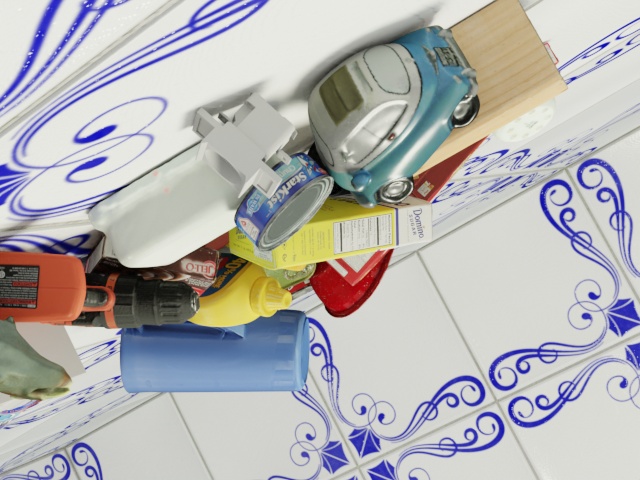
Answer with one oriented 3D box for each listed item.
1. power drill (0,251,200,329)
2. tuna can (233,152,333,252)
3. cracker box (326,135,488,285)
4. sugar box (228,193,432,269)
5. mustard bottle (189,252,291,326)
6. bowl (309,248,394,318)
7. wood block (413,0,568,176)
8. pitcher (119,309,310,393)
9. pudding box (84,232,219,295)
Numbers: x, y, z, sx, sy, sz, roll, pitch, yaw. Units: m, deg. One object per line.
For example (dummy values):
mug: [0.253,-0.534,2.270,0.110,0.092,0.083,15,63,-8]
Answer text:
power drill: [-0.212,0.049,0.929,0.184,0.057,0.187,-1,171,7]
tuna can: [-0.031,-0.032,0.884,0.086,0.034,0.086,-43,167,-12]
cracker box: [0.095,-0.061,1.227,0.164,0.072,0.214,-46,176,-32]
sugar box: [0.010,-0.014,1.020,0.175,0.048,0.093,-13,-163,-29]
mustard bottle: [-0.114,0.050,1.133,0.192,0.058,0.096,8,-144,31]
bowl: [0.029,0.016,1.377,0.055,0.162,0.162,26,144,-23]
wood block: [0.111,-0.127,0.974,0.206,0.090,0.090,-30,174,15]
pitcher: [-0.140,0.138,1.416,0.243,0.145,0.149,1,-166,6]
pudding box: [-0.166,0.027,1.039,0.113,0.039,0.090,16,154,-19]
